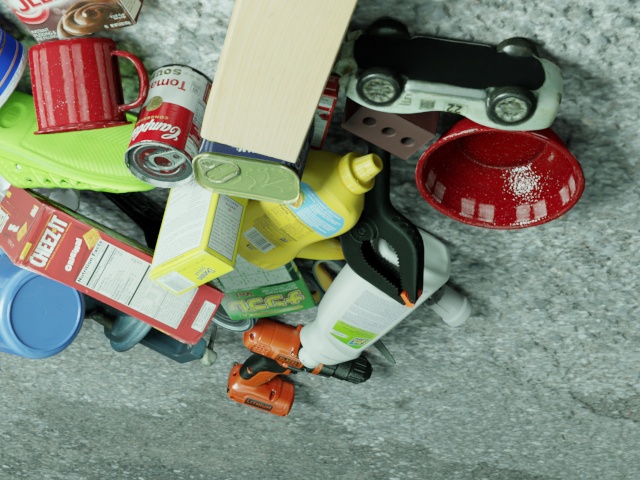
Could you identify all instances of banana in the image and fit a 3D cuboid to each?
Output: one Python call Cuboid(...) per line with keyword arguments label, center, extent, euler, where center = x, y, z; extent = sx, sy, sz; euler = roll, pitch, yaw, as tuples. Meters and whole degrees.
Cuboid(label="banana", center=(-0.066, -0.001, 1.243), extent=(0.198, 0.037, 0.069), euler=(4, 174, 14))

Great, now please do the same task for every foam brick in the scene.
Cuboid(label="foam brick", center=(0.067, -0.121, 1.007), extent=(0.078, 0.051, 0.053), euler=(25, 145, -21))

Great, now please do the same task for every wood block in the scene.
Cuboid(label="wood block", center=(-0.031, -0.175, 0.891), extent=(0.090, 0.090, 0.206), euler=(15, 137, -8))

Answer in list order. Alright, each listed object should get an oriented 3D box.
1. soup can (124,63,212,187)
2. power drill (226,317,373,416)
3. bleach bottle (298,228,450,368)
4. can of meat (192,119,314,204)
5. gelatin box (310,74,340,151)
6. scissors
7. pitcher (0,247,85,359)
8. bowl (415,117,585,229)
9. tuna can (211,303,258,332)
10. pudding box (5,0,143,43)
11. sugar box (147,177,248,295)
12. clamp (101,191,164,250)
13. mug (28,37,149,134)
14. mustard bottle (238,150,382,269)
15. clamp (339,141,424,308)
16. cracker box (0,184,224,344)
Cuboid(label="soup can", center=(-0.145, -0.111, 1.033), extent=(0.068, 0.102, 0.068), euler=(7, 147, 5))
Cuboid(label="power drill", center=(-0.040, 0.182, 1.491), extent=(0.184, 0.057, 0.188), euler=(23, 142, -12))
Cuboid(label="bleach bottle", center=(0.043, 0.077, 1.260), extent=(0.102, 0.068, 0.251), euler=(25, 134, -20))
Cuboid(label="can of meat", center=(-0.060, -0.089, 1.006), extent=(0.102, 0.084, 0.057), euler=(9, 147, 7))
Cuboid(label="gelatin box", center=(-0.024, -0.131, 1.037), extent=(0.073, 0.030, 0.089), euler=(14, 146, -3))
Cuboid(label="scissors", center=(0.021, 0.092, 1.336), extent=(0.096, 0.016, 0.201), euler=(-7, 131, 21))
Cuboid(label="pitcher", center=(-0.382, 0.058, 1.257), extent=(0.243, 0.145, 0.149), euler=(7, 149, 48))
Cuboid(label="bowl", center=(0.175, -0.077, 1.040), extent=(0.162, 0.055, 0.162), euler=(7, 147, 5))
Cuboid(label="tuna can", center=(-0.115, 0.078, 1.354), extent=(0.086, 0.033, 0.086), euler=(19, 145, 14))
Cuboid(label="pudding box", center=(-0.226, -0.225, 0.942), extent=(0.114, 0.039, 0.090), euler=(-6, 143, 24))
Cuboid(label="sugar box", center=(-0.112, -0.040, 1.065), extent=(0.048, 0.176, 0.094), euler=(36, 140, -31))
Cuboid(label="clamp", center=(-0.170, -0.010, 1.218), extent=(0.120, 0.039, 0.171), euler=(14, 150, 42))
Cuboid(label="mug", center=(-0.216, -0.145, 0.995), extent=(0.117, 0.081, 0.093), euler=(-5, -174, 17))
Cuboid(label="mustard bottle", center=(-0.014, -0.040, 1.071), extent=(0.192, 0.058, 0.096), euler=(-27, 120, 37))
Cuboid(label="clamp", center=(0.054, -0.025, 1.106), extent=(0.165, 0.036, 0.210), euler=(-29, 102, 41))
Cuboid(label="cracker box", center=(-0.228, 0.024, 1.119), extent=(0.213, 0.072, 0.164), euler=(29, 177, -28))
